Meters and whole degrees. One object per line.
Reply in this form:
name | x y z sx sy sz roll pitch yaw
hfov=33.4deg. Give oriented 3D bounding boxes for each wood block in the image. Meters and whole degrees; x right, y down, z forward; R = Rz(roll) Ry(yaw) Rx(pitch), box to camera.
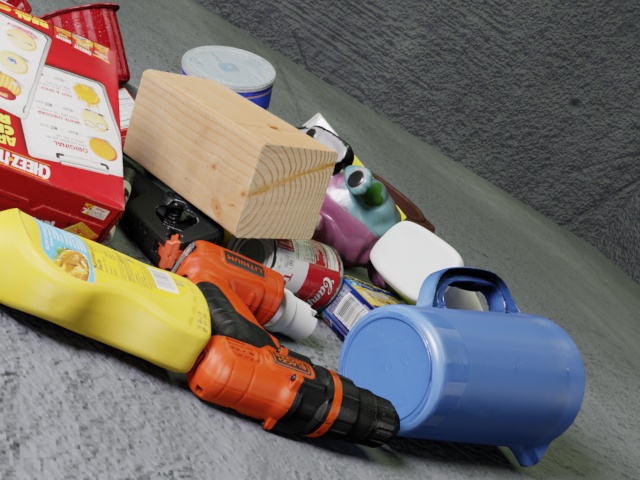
wood block | -0.091 -0.084 1.010 0.090 0.090 0.206 2 23 -42

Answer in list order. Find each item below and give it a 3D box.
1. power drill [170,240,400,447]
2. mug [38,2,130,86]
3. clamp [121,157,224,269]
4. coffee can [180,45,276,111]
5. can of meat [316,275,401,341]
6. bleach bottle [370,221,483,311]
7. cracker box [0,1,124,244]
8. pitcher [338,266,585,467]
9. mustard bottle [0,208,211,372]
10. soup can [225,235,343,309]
power drill | -0.037 0.082 0.837 0.184 0.057 0.188 26 15 -33
mug | -0.258 -0.201 1.148 0.093 0.081 0.117 -16 5 -39
clamp | -0.147 -0.030 1.007 0.164 0.036 0.210 17 20 -4
coffee can | -0.111 -0.131 1.185 0.102 0.140 0.103 9 32 -6
can of meat | 0.055 0.084 1.068 0.101 0.057 0.084 24 14 -41
bleach bottle | 0.141 0.081 1.153 0.103 0.068 0.250 40 -8 41
cracker box | -0.242 -0.098 0.825 0.164 0.072 0.214 21 35 -29
pitcher | 0.125 0.111 0.963 0.149 0.145 0.242 38 15 37
mustard bottle | -0.169 0.025 0.713 0.191 0.058 0.096 27 13 -31
soup can | -0.035 0.025 1.031 0.102 0.068 0.069 19 19 -48
